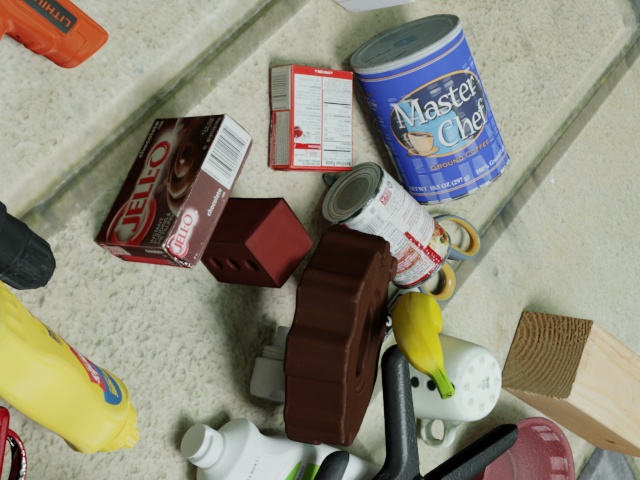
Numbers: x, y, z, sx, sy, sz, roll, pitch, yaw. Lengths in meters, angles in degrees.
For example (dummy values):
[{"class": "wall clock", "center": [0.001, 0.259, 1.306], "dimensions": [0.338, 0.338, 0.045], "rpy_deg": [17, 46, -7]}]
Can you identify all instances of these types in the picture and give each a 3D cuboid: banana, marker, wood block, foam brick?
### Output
[{"class": "banana", "center": [0.086, 0.077, 0.923], "dimensions": [0.197, 0.037, 0.069], "rpy_deg": [-68, 138, -77]}, {"class": "marker", "center": [0.053, 0.087, 0.984], "dimensions": [0.121, 0.020, 0.020], "rpy_deg": [-49, 122, -28]}, {"class": "wood block", "center": [0.298, 0.161, 1.161], "dimensions": [0.205, 0.091, 0.090], "rpy_deg": [34, 71, -38]}, {"class": "foam brick", "center": [-0.056, 0.001, 0.843], "dimensions": [0.051, 0.078, 0.053], "rpy_deg": [-53, 124, -28]}]

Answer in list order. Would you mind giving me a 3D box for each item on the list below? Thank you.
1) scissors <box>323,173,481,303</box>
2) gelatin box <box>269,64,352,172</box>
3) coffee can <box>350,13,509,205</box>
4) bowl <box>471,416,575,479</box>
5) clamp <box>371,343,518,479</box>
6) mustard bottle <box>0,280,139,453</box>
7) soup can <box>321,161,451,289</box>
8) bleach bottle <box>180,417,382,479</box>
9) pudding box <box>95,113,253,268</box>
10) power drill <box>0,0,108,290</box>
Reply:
[{"class": "scissors", "center": [0.073, 0.004, 1.000], "dimensions": [0.201, 0.016, 0.096], "rpy_deg": [11, 90, -36]}, {"class": "gelatin box", "center": [-0.007, -0.103, 0.912], "dimensions": [0.073, 0.030, 0.089], "rpy_deg": [-2, 94, -43]}, {"class": "coffee can", "center": [0.099, -0.117, 0.958], "dimensions": [0.102, 0.103, 0.140], "rpy_deg": [-41, 118, -33]}, {"class": "bowl", "center": [0.194, 0.257, 1.097], "dimensions": [0.161, 0.055, 0.162], "rpy_deg": [-3, 94, -42]}, {"class": "clamp", "center": [0.075, 0.205, 0.913], "dimensions": [0.164, 0.036, 0.209], "rpy_deg": [42, 66, -22]}, {"class": "mustard bottle", "center": [-0.181, 0.094, 0.718], "dimensions": [0.058, 0.096, 0.191], "rpy_deg": [-46, 136, -9]}, {"class": "soup can", "center": [0.058, -0.013, 0.938], "dimensions": [0.102, 0.069, 0.068], "rpy_deg": [42, 65, -30]}, {"class": "bleach bottle", "center": [-0.013, 0.208, 0.905], "dimensions": [0.250, 0.068, 0.102], "rpy_deg": [36, 69, -35]}, {"class": "pudding box", "center": [-0.108, -0.037, 0.786], "dimensions": [0.039, 0.090, 0.113], "rpy_deg": [40, 66, -38]}, {"class": "power drill", "center": [-0.218, -0.080, 0.706], "dimensions": [0.184, 0.057, 0.187], "rpy_deg": [39, 67, -36]}]
